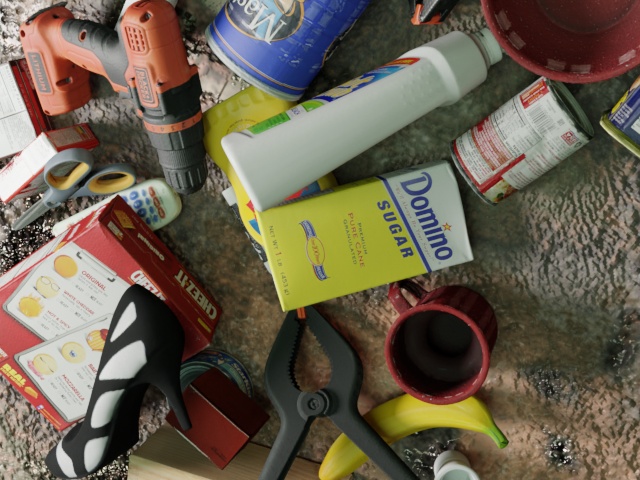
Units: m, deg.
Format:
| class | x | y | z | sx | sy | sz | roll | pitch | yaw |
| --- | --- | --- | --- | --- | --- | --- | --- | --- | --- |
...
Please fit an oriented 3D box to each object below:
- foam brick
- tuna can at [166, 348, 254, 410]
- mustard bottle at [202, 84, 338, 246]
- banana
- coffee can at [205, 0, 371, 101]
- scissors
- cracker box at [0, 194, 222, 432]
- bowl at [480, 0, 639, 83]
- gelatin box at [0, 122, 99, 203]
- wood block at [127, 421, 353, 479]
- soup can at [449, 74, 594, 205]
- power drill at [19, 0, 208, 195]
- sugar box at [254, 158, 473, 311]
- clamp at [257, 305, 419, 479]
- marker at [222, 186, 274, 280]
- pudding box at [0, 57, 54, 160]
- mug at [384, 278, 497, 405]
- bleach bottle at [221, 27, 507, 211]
| class | x | y | z | sx | sy | sz | roll | pitch | yaw |
| --- | --- | --- | --- | --- | --- | --- | --- | --- | --- |
| foam brick | -0.100 | 0.171 | 1.034 | 0.078 | 0.051 | 0.053 | 41 | 114 | 5 |
| tuna can | -0.113 | 0.156 | 1.082 | 0.086 | 0.033 | 0.086 | 5 | 106 | 18 |
| mustard bottle | -0.035 | -0.048 | 0.986 | 0.096 | 0.058 | 0.191 | -26 | 95 | 21 |
| banana | 0.080 | 0.178 | 1.005 | 0.198 | 0.069 | 0.037 | -20 | 138 | 29 |
| coffee can | -0.019 | -0.205 | 0.913 | 0.103 | 0.102 | 0.140 | 41 | 113 | 5 |
| scissors | -0.244 | -0.044 | 1.060 | 0.202 | 0.096 | 0.016 | 139 | 131 | -60 |
| cracker box | -0.231 | 0.076 | 1.065 | 0.214 | 0.072 | 0.164 | -31 | 110 | 23 |
| bowl | 0.212 | -0.209 | 0.855 | 0.162 | 0.055 | 0.162 | 5 | 106 | 18 |
| gelatin box | -0.273 | -0.077 | 1.055 | 0.089 | 0.073 | 0.030 | -36 | 88 | 25 |
| wood block | -0.083 | 0.262 | 1.069 | 0.206 | 0.090 | 0.090 | 14 | 109 | 15 |
| soup can | 0.169 | -0.085 | 0.897 | 0.102 | 0.068 | 0.068 | -36 | 90 | 24 |
| power drill | -0.185 | -0.139 | 0.980 | 0.188 | 0.057 | 0.184 | 16 | 128 | 34 |
| sugar box | 0.039 | -0.006 | 0.939 | 0.176 | 0.048 | 0.093 | -15 | 100 | -2 |
| clamp | -0.011 | 0.162 | 1.000 | 0.164 | 0.036 | 0.210 | -18 | 74 | 5 |
| marker | -0.057 | 0.001 | 1.028 | 0.020 | 0.020 | 0.121 | -28 | 93 | 24 |
| pudding box | -0.333 | -0.126 | 1.083 | 0.114 | 0.039 | 0.090 | -15 | 98 | 21 |
| mug | 0.105 | 0.081 | 0.957 | 0.117 | 0.081 | 0.093 | 46 | 114 | 3 |
| bleach bottle | 0.041 | -0.112 | 0.905 | 0.251 | 0.102 | 0.068 | -28 | 104 | -2 |
